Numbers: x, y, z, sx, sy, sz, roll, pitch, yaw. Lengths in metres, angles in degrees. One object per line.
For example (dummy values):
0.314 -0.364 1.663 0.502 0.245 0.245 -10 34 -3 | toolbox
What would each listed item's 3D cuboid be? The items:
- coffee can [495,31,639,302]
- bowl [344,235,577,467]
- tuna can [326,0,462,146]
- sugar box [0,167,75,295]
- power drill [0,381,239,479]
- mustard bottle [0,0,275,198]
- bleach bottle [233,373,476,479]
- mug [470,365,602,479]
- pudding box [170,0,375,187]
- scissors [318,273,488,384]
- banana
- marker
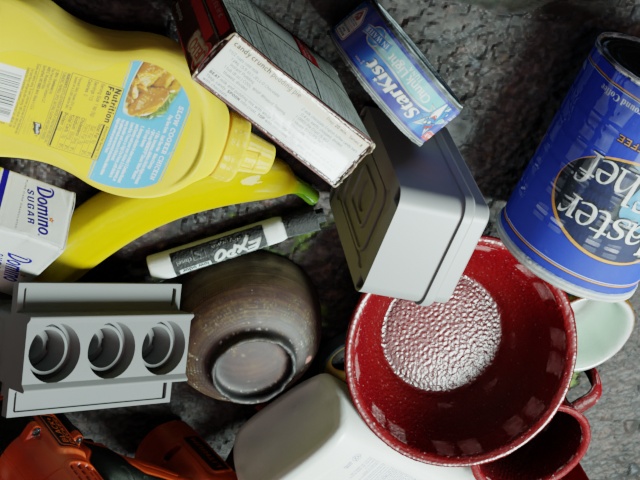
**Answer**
0.188 -0.046 0.679 0.102 0.103 0.140 11 122 -22 | coffee can
0.091 0.071 0.737 0.162 0.055 0.162 -1 100 -8 | bowl
0.043 -0.098 0.615 0.034 0.086 0.086 -39 126 13 | tuna can
-0.238 -0.023 0.602 0.176 0.048 0.094 18 152 -28 | sugar box
-0.150 0.143 0.716 0.187 0.185 0.057 26 101 -50 | power drill
-0.116 -0.074 0.598 0.191 0.058 0.096 17 118 -19 | mustard bottle
0.054 0.188 0.805 0.103 0.068 0.250 -37 132 18 | bleach bottle
0.156 0.125 0.811 0.117 0.081 0.093 -32 127 10 | mug
-0.028 -0.092 0.598 0.113 0.090 0.039 33 111 -33 | pudding box
0.072 0.053 0.778 0.096 0.016 0.202 20 118 -26 | scissors
-0.099 -0.017 0.668 0.198 0.037 0.069 -18 126 -1 | banana
-0.055 0.001 0.704 0.121 0.020 0.020 -18 128 -1 | marker
